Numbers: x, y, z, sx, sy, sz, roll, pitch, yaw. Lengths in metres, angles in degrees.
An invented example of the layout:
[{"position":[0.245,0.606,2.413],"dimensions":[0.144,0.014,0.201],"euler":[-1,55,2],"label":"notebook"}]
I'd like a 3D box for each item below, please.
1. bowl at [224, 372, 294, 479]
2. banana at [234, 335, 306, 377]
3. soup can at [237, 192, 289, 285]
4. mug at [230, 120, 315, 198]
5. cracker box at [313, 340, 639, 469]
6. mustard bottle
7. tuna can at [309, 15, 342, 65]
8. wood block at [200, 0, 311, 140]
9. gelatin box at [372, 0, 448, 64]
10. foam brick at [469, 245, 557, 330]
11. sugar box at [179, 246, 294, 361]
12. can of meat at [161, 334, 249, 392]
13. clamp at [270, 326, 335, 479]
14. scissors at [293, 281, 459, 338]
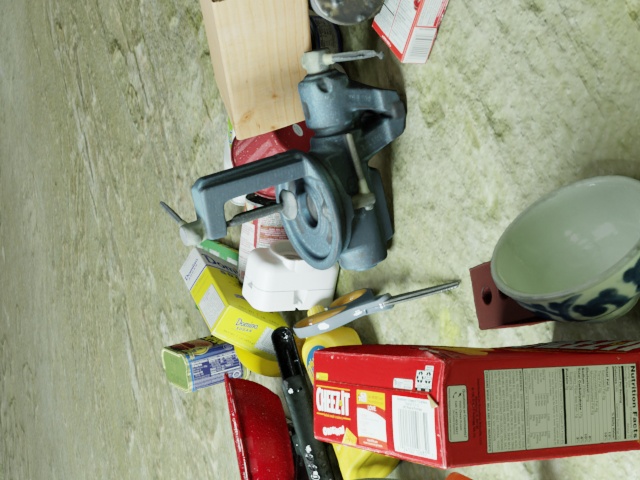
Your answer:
[{"position":[-0.064,0.217,1.155],"dimensions":[0.162,0.055,0.162],"euler":[170,90,-81],"label":"bowl"},{"position":[-0.062,0.130,1.271],"dimensions":[0.198,0.037,0.069],"euler":[11,110,59],"label":"banana"},{"position":[-0.058,0.002,1.232],"dimensions":[0.069,0.068,0.102],"euler":[33,121,58],"label":"soup can"},{"position":[-0.036,-0.113,1.179],"dimensions":[0.082,0.093,0.117],"euler":[-38,22,52],"label":"mug"},{"position":[0.125,0.103,0.722],"dimensions":[0.164,0.213,0.072],"euler":[-8,82,62],"label":"cracker box"},{"position":[0.024,0.147,1.088],"dimensions":[0.096,0.058,0.192],"euler":[104,151,-49],"label":"mustard bottle"},{"position":[-0.010,-0.203,1.166],"dimensions":[0.086,0.033,0.086],"euler":[5,96,63],"label":"tuna can"},{"position":[-0.063,-0.204,1.049],"dimensions":[0.206,0.090,0.091],"euler":[85,165,-59],"label":"wood block"},{"position":[0.085,-0.219,0.985],"dimensions":[0.073,0.030,0.089],"euler":[60,141,45],"label":"gelatin box"},{"position":[0.161,0.038,0.825],"dimensions":[0.078,0.051,0.053],"euler":[-28,67,60],"label":"foam brick"},{"position":[-0.100,0.071,1.247],"dimensions":[0.048,0.093,0.176],"euler":[-56,29,11],"label":"sugar box"},{"position":[-0.152,0.159,1.396],"dimensions":[0.102,0.083,0.057],"euler":[5,106,63],"label":"can of meat"},{"position":[-0.011,0.204,1.111],"dimensions":[0.164,0.036,0.210],"euler":[-118,12,-82],"label":"clamp"},{"position":[0.062,0.055,1.040],"dimensions":[0.202,0.096,0.016],"euler":[-21,99,31],"label":"scissors"}]
